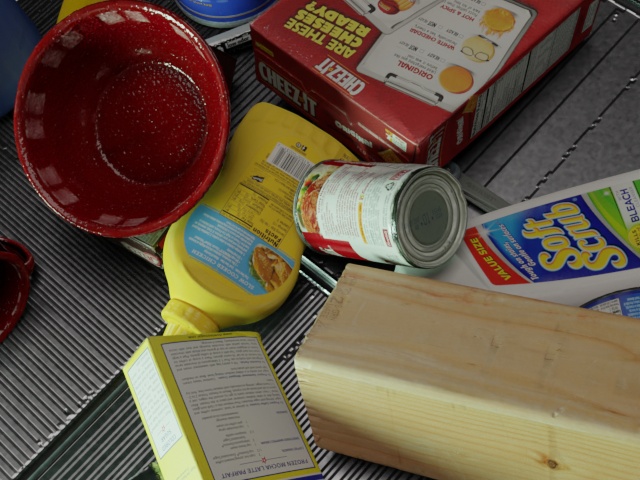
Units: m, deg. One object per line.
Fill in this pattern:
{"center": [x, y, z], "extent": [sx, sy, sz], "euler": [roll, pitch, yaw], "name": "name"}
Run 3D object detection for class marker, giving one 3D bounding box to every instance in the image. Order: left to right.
{"center": [-0.097, -0.152, 0.862], "extent": [0.121, 0.020, 0.020], "euler": [-21, 63, -3], "name": "marker"}

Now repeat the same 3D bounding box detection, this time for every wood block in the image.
{"center": [0.100, 0.091, 0.644], "extent": [0.206, 0.091, 0.090], "euler": [11, 47, 23], "name": "wood block"}

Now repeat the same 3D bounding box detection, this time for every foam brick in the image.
{"center": [-0.103, -0.124, 0.808], "extent": [0.053, 0.078, 0.051], "euler": [15, 93, 15], "name": "foam brick"}

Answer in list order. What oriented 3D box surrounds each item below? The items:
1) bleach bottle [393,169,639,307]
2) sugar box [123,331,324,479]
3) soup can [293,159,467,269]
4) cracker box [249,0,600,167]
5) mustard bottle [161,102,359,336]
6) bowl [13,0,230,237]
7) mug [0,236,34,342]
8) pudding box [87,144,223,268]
{"center": [0.154, 0.020, 0.716], "extent": [0.251, 0.068, 0.102], "euler": [-16, 58, 5], "name": "bleach bottle"}
{"center": [-0.051, 0.142, 0.670], "extent": [0.093, 0.048, 0.176], "euler": [1, 55, -41], "name": "sugar box"}
{"center": [0.039, -0.019, 0.712], "extent": [0.102, 0.068, 0.068], "euler": [8, 59, 51], "name": "soup can"}
{"center": [0.080, -0.156, 0.799], "extent": [0.164, 0.072, 0.213], "euler": [39, 66, 23], "name": "cracker box"}
{"center": [-0.055, 0.001, 0.755], "extent": [0.096, 0.058, 0.191], "euler": [32, 71, -2], "name": "mustard bottle"}
{"center": [-0.130, -0.083, 0.747], "extent": [0.162, 0.055, 0.162], "euler": [1, 92, 16], "name": "bowl"}
{"center": [-0.261, 0.026, 0.763], "extent": [0.082, 0.093, 0.117], "euler": [31, 40, 25], "name": "mug"}
{"center": [-0.139, -0.044, 0.803], "extent": [0.114, 0.039, 0.090], "euler": [28, 69, 17], "name": "pudding box"}
